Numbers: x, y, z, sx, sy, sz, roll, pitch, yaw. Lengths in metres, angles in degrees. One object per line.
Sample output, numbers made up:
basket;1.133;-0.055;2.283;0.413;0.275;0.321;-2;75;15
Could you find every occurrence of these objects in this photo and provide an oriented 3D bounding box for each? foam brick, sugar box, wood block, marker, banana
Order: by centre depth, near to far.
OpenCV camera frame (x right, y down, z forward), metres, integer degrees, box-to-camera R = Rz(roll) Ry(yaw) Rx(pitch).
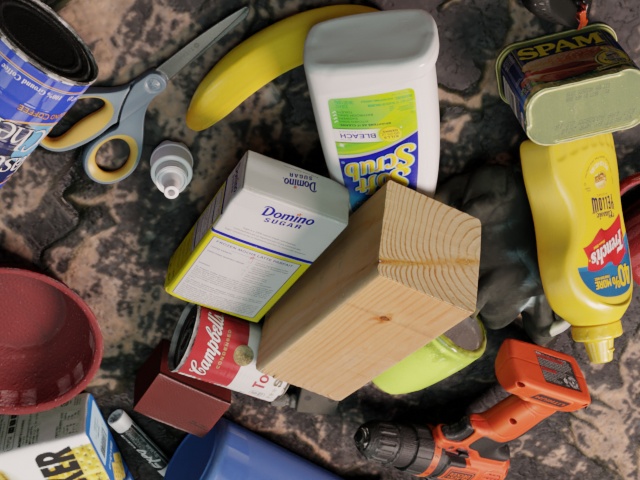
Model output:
banana;-0.021;-0.141;0.835;0.198;0.037;0.069;-17;122;4
sugar box;-0.056;0.001;0.885;0.093;0.048;0.176;19;140;-20
wood block;0.035;0.049;0.890;0.090;0.090;0.206;23;144;-20
foam brick;-0.130;0.139;1.000;0.078;0.051;0.053;28;117;-23
marker;-0.168;0.212;1.063;0.020;0.020;0.121;-29;122;12

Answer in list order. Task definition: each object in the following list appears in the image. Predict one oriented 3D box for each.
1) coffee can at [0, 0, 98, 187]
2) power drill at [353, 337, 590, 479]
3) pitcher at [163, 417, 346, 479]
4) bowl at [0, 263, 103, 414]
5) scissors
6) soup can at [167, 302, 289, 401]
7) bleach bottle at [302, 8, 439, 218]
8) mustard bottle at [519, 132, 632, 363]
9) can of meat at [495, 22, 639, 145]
coffee can;-0.248;-0.105;0.792;0.102;0.103;0.140;36;112;-26
power drill;0.148;0.169;1.024;0.184;0.057;0.188;16;134;-32
pitcher;-0.039;0.285;1.059;0.242;0.149;0.145;34;125;-22
bowl;-0.271;0.076;0.938;0.162;0.055;0.162;-3;124;-5
scissors;-0.131;-0.109;0.856;0.202;0.016;0.096;-21;125;7
soup can;-0.079;0.101;0.971;0.102;0.068;0.069;21;119;-19
bleach bottle;0.057;-0.065;0.858;0.103;0.068;0.251;-4;140;11
mustard bottle;0.218;0.006;0.884;0.096;0.058;0.191;-11;93;-45
can of meat;0.199;-0.122;0.846;0.102;0.084;0.057;-13;124;2
